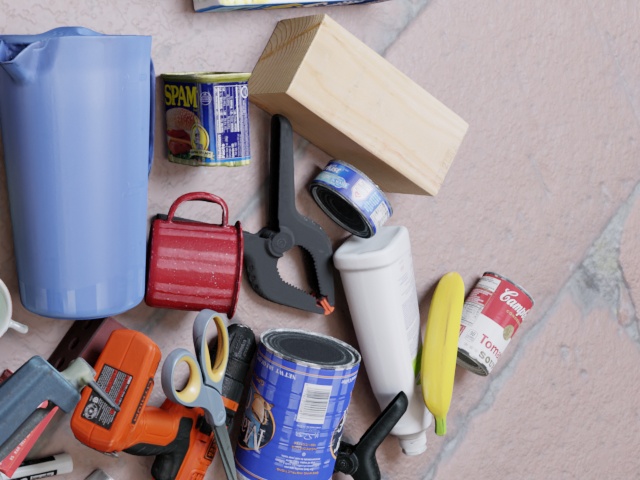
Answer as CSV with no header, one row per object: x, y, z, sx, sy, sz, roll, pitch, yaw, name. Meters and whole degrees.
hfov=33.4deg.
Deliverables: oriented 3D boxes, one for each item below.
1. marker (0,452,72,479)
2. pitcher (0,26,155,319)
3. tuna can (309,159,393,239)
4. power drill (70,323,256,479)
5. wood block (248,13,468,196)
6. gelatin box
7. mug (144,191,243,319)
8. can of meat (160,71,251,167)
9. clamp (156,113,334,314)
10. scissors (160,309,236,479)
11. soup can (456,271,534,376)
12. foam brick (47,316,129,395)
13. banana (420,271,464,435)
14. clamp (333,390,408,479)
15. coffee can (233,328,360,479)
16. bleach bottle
-0.285,0.213,0.967,0.120,0.020,0.020,-6,100,-31,marker
-0.204,-0.062,0.927,0.149,0.145,0.243,-4,103,-19,pitcher
0.030,-0.041,1.091,0.033,0.086,0.086,-49,118,-16,tuna can
-0.136,0.144,0.989,0.187,0.057,0.184,41,67,-57,power drill
0.038,-0.133,1.080,0.205,0.091,0.090,32,79,-31,wood block
-0.271,0.157,0.926,0.030,0.089,0.073,41,75,-30,gelatin box
-0.117,0.012,0.980,0.081,0.093,0.117,5,106,-12,mug
-0.105,-0.113,0.988,0.057,0.102,0.084,-9,103,-32,can of meat
-0.057,0.001,1.070,0.164,0.036,0.210,-35,116,-14,clamp
-0.108,0.161,0.972,0.096,0.016,0.202,-31,127,-52,scissors
0.189,0.095,1.219,0.068,0.069,0.102,43,75,-29,soup can
-0.208,0.107,0.981,0.051,0.053,0.078,41,75,-29,foam brick
0.130,0.106,1.151,0.037,0.069,0.197,8,59,7,banana
0.036,0.225,1.129,0.039,0.120,0.171,-41,129,-65,clamp
-0.025,0.170,1.061,0.102,0.103,0.140,5,105,-32,coffee can
0.077,0.116,1.140,0.102,0.068,0.251,-43,125,-62,bleach bottle
